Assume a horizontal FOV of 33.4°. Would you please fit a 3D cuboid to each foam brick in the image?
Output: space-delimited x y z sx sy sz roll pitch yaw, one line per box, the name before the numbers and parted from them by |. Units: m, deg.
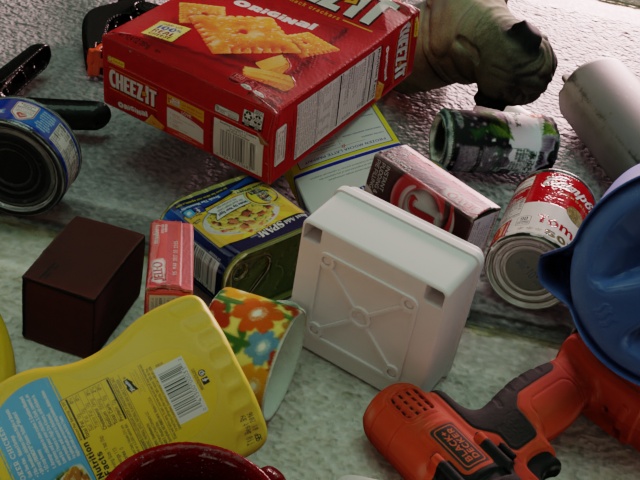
foam brick | -0.156 0.029 0.706 0.053 0.051 0.078 17 37 9

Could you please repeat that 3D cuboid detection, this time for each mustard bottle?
mustard bottle | -0.132 0.110 0.574 0.191 0.058 0.096 -25 83 -17

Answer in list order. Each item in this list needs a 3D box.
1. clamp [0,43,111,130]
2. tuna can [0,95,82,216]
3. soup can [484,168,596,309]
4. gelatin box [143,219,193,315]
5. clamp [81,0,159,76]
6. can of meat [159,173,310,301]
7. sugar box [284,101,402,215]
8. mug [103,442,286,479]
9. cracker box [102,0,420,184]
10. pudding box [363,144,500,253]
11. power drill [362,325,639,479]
clamp | -0.260 -0.106 0.869 0.120 0.039 0.171 31 47 32
tuna can | -0.221 -0.060 0.779 0.086 0.086 0.033 13 39 3
soup can | 0.169 -0.002 0.818 0.068 0.068 0.102 20 38 12
gelatin box | -0.095 0.043 0.668 0.030 0.089 0.073 2 35 -7
clamp | -0.176 -0.217 1.039 0.165 0.036 0.209 24 39 16
can of meat | -0.055 0.001 0.766 0.101 0.057 0.084 -23 47 -37
sugar box | 0.018 -0.063 0.863 0.093 0.048 0.176 -18 45 -6
mug | -0.060 0.157 0.537 0.093 0.081 0.117 32 41 25
cracker box | -0.043 -0.150 0.857 0.164 0.072 0.213 27 44 22
pudding box | 0.067 0.003 0.747 0.039 0.114 0.090 -21 47 -40
power drill | 0.146 0.131 0.645 0.187 0.057 0.185 -18 45 -33
